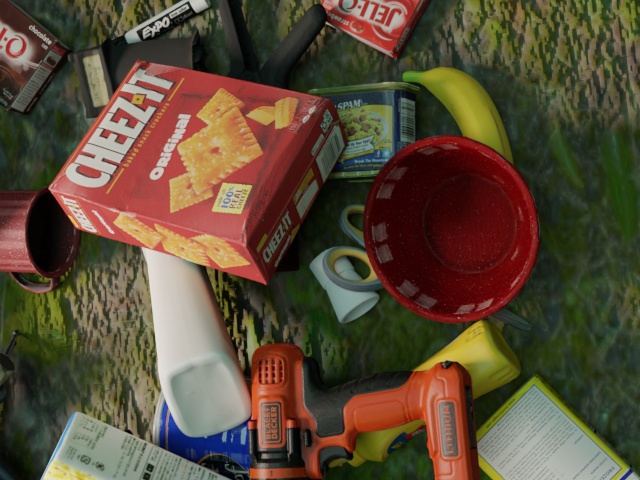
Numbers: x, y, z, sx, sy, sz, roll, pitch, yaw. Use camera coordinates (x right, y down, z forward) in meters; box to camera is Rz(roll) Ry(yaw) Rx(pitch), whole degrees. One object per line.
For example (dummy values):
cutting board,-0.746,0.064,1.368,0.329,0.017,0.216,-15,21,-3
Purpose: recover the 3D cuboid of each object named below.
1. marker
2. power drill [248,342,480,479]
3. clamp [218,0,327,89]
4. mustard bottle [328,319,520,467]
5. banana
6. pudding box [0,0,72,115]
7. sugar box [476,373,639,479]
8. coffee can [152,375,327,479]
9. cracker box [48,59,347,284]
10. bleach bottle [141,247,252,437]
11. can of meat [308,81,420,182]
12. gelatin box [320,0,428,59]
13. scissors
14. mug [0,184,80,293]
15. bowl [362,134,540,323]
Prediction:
marker,-0.167,-0.217,1.081,0.121,0.020,0.020,-25,79,14
power drill,0.031,0.171,0.864,0.188,0.057,0.184,-5,82,14
clamp,-0.068,-0.160,1.034,0.120,0.039,0.171,27,100,35
mustard bottle,0.081,0.143,0.937,0.192,0.096,0.058,-34,80,11
banana,0.141,-0.082,0.972,0.070,0.037,0.198,-33,72,42
pudding box,-0.330,-0.198,1.118,0.113,0.039,0.090,38,96,16
sugar box,0.217,0.208,0.919,0.176,0.048,0.093,45,98,11
coffee can,-0.069,0.174,0.977,0.140,0.102,0.103,1,86,16
cracker box,-0.108,-0.068,0.946,0.214,0.072,0.164,16,62,26
bleach bottle,-0.124,0.052,0.973,0.068,0.102,0.251,-17,42,-3
can of meat,0.040,-0.098,0.984,0.102,0.057,0.084,-1,88,29
gelatin box,0.051,-0.224,1.011,0.089,0.030,0.073,30,95,17
scissors,0.086,0.043,0.967,0.202,0.016,0.096,41,64,16
mug,-0.299,0.001,1.075,0.082,0.093,0.117,1,122,21
bowl,0.120,-0.012,0.929,0.162,0.055,0.162,4,99,28
